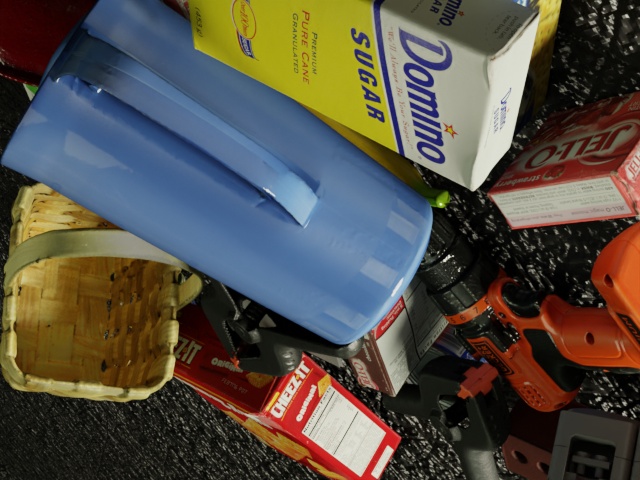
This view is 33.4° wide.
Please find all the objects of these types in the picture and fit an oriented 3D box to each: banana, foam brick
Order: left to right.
[{"bbox_3d":[-0.004,-0.078,0.707,0.197,0.037,0.070,32,158,-7],"label":"banana"},{"bbox_3d":[0.182,0.154,0.808,0.078,0.051,0.053,19,144,36],"label":"foam brick"}]

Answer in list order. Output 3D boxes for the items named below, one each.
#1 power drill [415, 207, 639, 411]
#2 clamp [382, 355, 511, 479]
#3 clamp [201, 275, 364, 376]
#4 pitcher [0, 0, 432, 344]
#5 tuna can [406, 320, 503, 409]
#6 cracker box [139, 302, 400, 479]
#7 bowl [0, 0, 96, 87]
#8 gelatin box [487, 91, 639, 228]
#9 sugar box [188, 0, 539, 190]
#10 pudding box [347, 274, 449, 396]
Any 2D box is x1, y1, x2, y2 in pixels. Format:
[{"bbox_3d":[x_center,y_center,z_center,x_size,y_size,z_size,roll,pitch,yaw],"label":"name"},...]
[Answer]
[{"bbox_3d":[0.149,0.037,0.682,0.184,0.057,0.188,46,155,-17],"label":"power drill"},{"bbox_3d":[0.095,0.126,0.806,0.120,0.039,0.171,35,152,22],"label":"clamp"},{"bbox_3d":[-0.056,0.047,0.800,0.164,0.036,0.210,43,158,3],"label":"clamp"},{"bbox_3d":[-0.054,-0.040,0.634,0.242,0.149,0.145,32,127,-11],"label":"pitcher"},{"bbox_3d":[0.102,0.099,0.849,0.086,0.033,0.086,31,150,20],"label":"tuna can"},{"bbox_3d":[-0.045,0.148,1.001,0.164,0.072,0.213,18,162,39],"label":"cracker box"},{"bbox_3d":[-0.193,-0.170,0.750,0.162,0.161,0.055,35,122,12],"label":"bowl"},{"bbox_3d":[0.142,-0.043,0.559,0.030,0.073,0.089,52,150,-19],"label":"gelatin box"},{"bbox_3d":[0.014,-0.101,0.522,0.176,0.048,0.093,31,151,21],"label":"sugar box"},{"bbox_3d":[0.051,0.044,0.777,0.039,0.090,0.113,17,143,35],"label":"pudding box"}]
